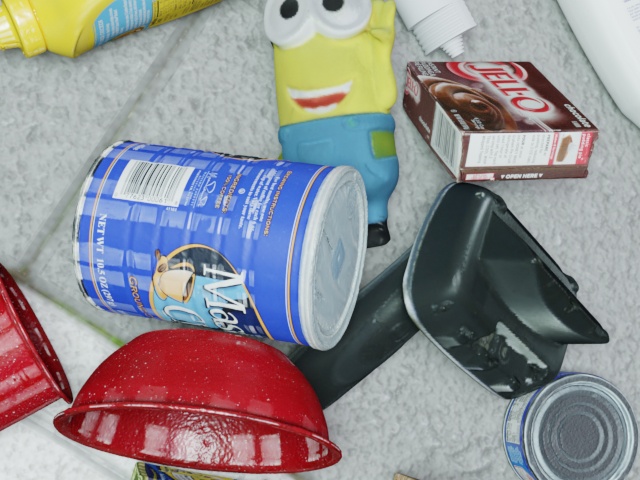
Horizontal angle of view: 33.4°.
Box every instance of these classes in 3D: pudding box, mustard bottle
[{"bbox_3d":[0.111,-0.079,0.680,0.090,0.113,0.039,-3,124,-13],"label":"pudding box"},{"bbox_3d":[-0.113,-0.155,0.640,0.191,0.096,0.058,-25,91,-14],"label":"mustard bottle"}]

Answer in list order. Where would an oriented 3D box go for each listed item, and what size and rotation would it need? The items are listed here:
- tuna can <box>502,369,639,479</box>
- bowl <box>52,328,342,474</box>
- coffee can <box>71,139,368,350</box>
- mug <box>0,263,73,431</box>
[{"bbox_3d":[0.167,0.130,0.712,0.086,0.034,0.086,1,85,-13],"label":"tuna can"},{"bbox_3d":[-0.066,0.090,0.605,0.162,0.162,0.055,11,67,-12],"label":"bowl"},{"bbox_3d":[-0.054,0.001,0.608,0.140,0.102,0.103,8,82,17],"label":"coffee can"},{"bbox_3d":[-0.204,0.062,0.611,0.081,0.093,0.117,-28,61,-9],"label":"mug"}]
